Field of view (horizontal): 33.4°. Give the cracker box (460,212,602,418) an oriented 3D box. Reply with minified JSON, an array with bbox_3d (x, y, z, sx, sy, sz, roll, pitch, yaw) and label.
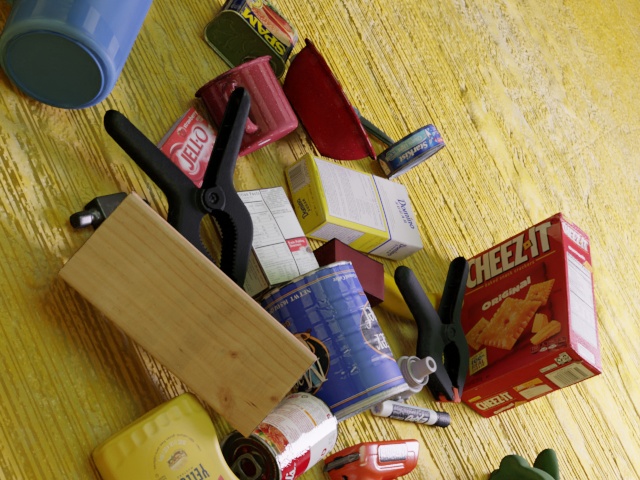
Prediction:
[{"bbox_3d":[0.247,0.089,1.298,0.072,0.164,0.213,37,40,-30],"label":"cracker box"}]

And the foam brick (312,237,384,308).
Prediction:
[{"bbox_3d":[0.025,0.042,1.165,0.078,0.053,0.051,28,45,-34],"label":"foam brick"}]

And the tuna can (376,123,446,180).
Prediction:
[{"bbox_3d":[0.115,-0.113,1.359,0.086,0.086,0.034,-26,83,-54],"label":"tuna can"}]

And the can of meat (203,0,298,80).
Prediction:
[{"bbox_3d":[-0.078,-0.240,1.250,0.102,0.058,0.084,44,35,-19],"label":"can of meat"}]

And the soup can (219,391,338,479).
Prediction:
[{"bbox_3d":[-0.037,0.185,0.969,0.102,0.069,0.068,-25,84,-55],"label":"soup can"}]

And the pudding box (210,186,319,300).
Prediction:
[{"bbox_3d":[-0.057,0.001,1.109,0.089,0.039,0.113,-11,70,-50],"label":"pudding box"}]

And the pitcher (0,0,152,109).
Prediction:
[{"bbox_3d":[-0.232,-0.246,1.024,0.145,0.149,0.242,49,37,-38],"label":"pitcher"}]

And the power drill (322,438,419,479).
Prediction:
[{"bbox_3d":[0.083,0.291,1.042,0.184,0.057,0.188,10,57,-46],"label":"power drill"}]

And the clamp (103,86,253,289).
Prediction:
[{"bbox_3d":[-0.107,-0.046,1.034,0.164,0.036,0.210,-26,101,-37],"label":"clamp"}]

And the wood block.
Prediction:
[{"bbox_3d":[-0.113,0.059,0.906,0.206,0.090,0.091,42,-4,-9],"label":"wood block"}]

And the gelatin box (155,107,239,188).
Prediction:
[{"bbox_3d":[-0.130,-0.084,1.093,0.073,0.030,0.089,46,37,-15],"label":"gelatin box"}]

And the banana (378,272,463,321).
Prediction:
[{"bbox_3d":[0.110,0.065,1.261,0.197,0.037,0.069,25,49,-38],"label":"banana"}]

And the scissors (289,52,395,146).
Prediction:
[{"bbox_3d":[0.030,-0.154,1.350,0.201,0.016,0.096,44,39,-18],"label":"scissors"}]

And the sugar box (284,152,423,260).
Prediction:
[{"bbox_3d":[0.041,-0.036,1.250,0.175,0.048,0.093,18,50,-46],"label":"sugar box"}]

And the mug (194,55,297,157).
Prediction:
[{"bbox_3d":[-0.078,-0.141,1.139,0.081,0.093,0.117,63,7,-1],"label":"mug"}]

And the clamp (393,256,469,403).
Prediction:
[{"bbox_3d":[0.130,0.100,1.218,0.120,0.039,0.171,4,80,-38],"label":"clamp"}]

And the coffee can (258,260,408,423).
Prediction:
[{"bbox_3d":[0.012,0.105,1.059,0.102,0.103,0.140,-10,72,-52],"label":"coffee can"}]

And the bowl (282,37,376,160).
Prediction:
[{"bbox_3d":[0.002,-0.150,1.233,0.162,0.055,0.162,60,1,-2],"label":"bowl"}]

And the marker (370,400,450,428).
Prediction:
[{"bbox_3d":[0.102,0.190,1.173,0.120,0.020,0.020,19,51,-42],"label":"marker"}]

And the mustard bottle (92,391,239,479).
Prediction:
[{"bbox_3d":[-0.098,0.227,0.868,0.096,0.058,0.191,-31,90,-33],"label":"mustard bottle"}]
